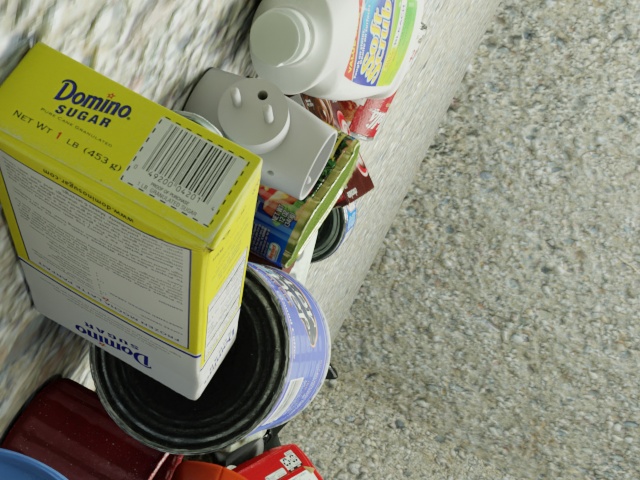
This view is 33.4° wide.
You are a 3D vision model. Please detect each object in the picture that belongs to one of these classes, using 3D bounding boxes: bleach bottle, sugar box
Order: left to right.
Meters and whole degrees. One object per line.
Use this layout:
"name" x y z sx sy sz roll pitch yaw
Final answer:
"sugar box" -0.077 0.003 0.433 0.048 0.093 0.176 -59 174 -23
"bleach bottle" 0.007 -0.130 0.686 0.250 0.068 0.103 -41 151 -69

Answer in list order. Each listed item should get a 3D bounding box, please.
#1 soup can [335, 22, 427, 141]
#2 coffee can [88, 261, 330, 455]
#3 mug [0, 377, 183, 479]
"soup can" 0.034 -0.139 0.854 0.102 0.068 0.068 -64 174 14
"coffee can" -0.054 0.059 0.588 0.103 0.103 0.140 -62 170 0
"mug" -0.136 0.138 0.611 0.093 0.081 0.117 -56 172 -42
